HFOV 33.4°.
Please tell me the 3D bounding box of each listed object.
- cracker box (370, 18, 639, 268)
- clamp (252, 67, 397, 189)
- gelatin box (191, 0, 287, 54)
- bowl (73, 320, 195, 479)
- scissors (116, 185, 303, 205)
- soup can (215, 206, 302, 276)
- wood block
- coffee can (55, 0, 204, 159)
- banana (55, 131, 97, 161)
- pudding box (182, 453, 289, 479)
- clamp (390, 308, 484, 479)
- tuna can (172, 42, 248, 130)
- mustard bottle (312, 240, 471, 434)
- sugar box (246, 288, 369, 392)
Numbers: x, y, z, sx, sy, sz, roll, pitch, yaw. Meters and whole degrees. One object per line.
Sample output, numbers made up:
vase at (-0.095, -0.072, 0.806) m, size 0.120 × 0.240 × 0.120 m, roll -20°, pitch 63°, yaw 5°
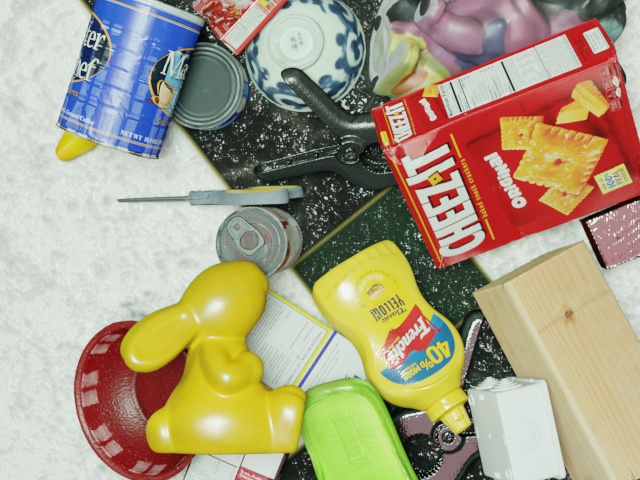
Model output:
cracker box at (0.175, -0.080, 0.963) m, size 0.214 × 0.072 × 0.164 m, roll -21°, pitch 131°, yaw 10°
clamp at (0.020, -0.086, 1.036) m, size 0.171 × 0.039 × 0.120 m, roll 24°, pitch 125°, yaw -8°
gelatin box at (-0.080, -0.232, 1.039) m, size 0.073 × 0.030 × 0.089 m, roll -46°, pitch 42°, yaw 9°
bowl at (-0.167, 0.155, 1.061) m, size 0.162 × 0.055 × 0.162 m, roll 3°, pitch 96°, yaw 29°
scissors at (-0.103, -0.044, 1.071) m, size 0.202 × 0.096 × 0.016 m, roll 2°, pitch 97°, yaw 39°
soup can at (-0.057, 0.001, 1.030) m, size 0.068 × 0.102 × 0.068 m, roll 0°, pitch 92°, yaw 8°
wood block at (0.239, 0.115, 0.983) m, size 0.090 × 0.090 × 0.206 m, roll -27°, pitch 88°, yaw -15°
coffee can at (-0.180, -0.159, 1.010) m, size 0.103 × 0.102 × 0.140 m, roll 21°, pitch 97°, yaw 7°
banana at (-0.214, -0.169, 1.084) m, size 0.070 × 0.037 × 0.198 m, roll 18°, pitch 93°, yaw 25°
pudding box at (-0.080, 0.212, 1.073) m, size 0.090 × 0.039 × 0.113 m, roll 22°, pitch 93°, yaw 8°
clamp at (0.134, 0.193, 1.041) m, size 0.210 × 0.036 × 0.164 m, roll -44°, pitch 85°, yaw 4°
tuna can at (-0.115, -0.153, 1.069) m, size 0.086 × 0.033 × 0.086 m, roll 0°, pitch 92°, yaw 8°
mustard bottle at (0.080, 0.099, 1.011) m, size 0.096 × 0.058 × 0.192 m, roll -30°, pitch 73°, yaw -15°
sugar box at (-0.031, 0.116, 1.046) m, size 0.176 × 0.048 × 0.093 m, roll 34°, pitch 73°, yaw 4°
